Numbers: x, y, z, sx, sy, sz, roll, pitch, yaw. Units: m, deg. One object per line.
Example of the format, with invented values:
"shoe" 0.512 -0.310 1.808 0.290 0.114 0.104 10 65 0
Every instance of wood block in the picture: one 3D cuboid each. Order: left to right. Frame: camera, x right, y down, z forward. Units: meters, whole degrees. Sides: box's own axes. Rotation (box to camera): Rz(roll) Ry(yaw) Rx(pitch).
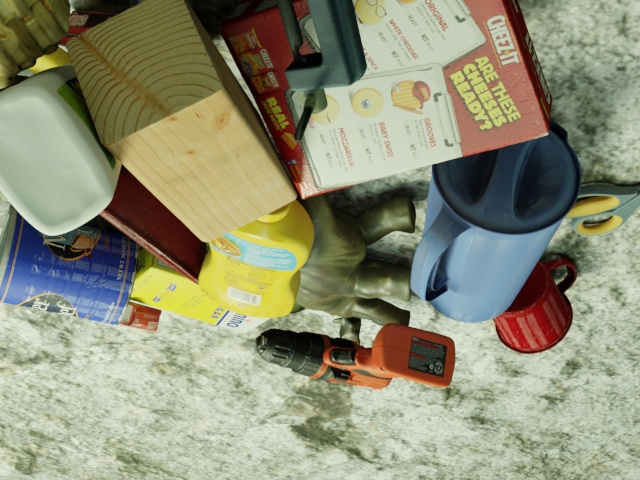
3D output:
"wood block" -0.096 -0.084 0.800 0.090 0.091 0.206 -25 158 4

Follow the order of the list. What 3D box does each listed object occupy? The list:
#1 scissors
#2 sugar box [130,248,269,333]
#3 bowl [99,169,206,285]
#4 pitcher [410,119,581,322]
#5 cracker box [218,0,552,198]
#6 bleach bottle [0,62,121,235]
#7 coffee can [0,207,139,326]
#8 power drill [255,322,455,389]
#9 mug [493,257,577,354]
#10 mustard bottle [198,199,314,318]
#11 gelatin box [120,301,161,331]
"scissors" 0.338 -0.040 1.093 0.202 0.016 0.096 -7 150 15
"sugar box" -0.139 0.057 1.254 0.176 0.048 0.094 21 145 -27
"bowl" -0.169 -0.023 1.068 0.162 0.055 0.162 36 173 5
"pitcher" 0.154 -0.005 1.045 0.149 0.145 0.243 -1 152 -2
"cracker box" 0.053 -0.138 0.834 0.214 0.072 0.164 -14 119 23
"bleach bottle" -0.188 -0.091 0.793 0.068 0.251 0.102 -30 110 6
"coffee can" -0.279 0.030 1.160 0.140 0.103 0.103 14 147 -20
"power drill" 0.043 0.127 1.187 0.184 0.057 0.188 15 166 -31
"mug" 0.242 0.063 1.215 0.117 0.093 0.081 -36 137 2
"mustard bottle" -0.056 0.001 0.971 0.096 0.058 0.192 18 147 0
"gelatin box" -0.245 0.083 1.274 0.089 0.030 0.073 15 175 18
